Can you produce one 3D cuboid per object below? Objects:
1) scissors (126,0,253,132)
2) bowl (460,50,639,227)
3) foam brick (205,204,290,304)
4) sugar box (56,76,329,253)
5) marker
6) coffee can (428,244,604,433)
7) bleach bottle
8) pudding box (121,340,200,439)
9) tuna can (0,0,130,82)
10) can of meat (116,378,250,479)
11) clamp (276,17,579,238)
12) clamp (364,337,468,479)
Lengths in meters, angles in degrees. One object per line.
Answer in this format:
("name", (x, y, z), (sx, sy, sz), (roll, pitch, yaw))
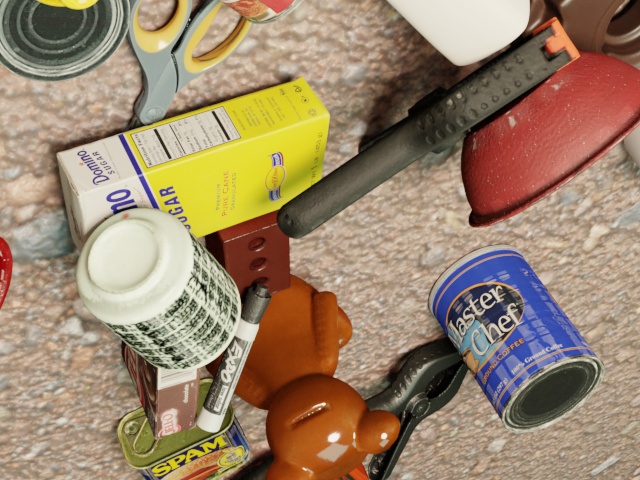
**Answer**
("scissors", (-0.118, -0.096, 0.678), (0.202, 0.016, 0.096), (-46, 142, 18))
("bowl", (0.150, -0.079, 0.723), (0.162, 0.162, 0.055), (-38, 97, 10))
("foam brick", (-0.055, 0.001, 0.798), (0.053, 0.051, 0.078), (-18, 140, -15))
("sugar box", (-0.083, -0.043, 0.720), (0.176, 0.048, 0.093), (-23, 150, -19))
("marker", (-0.065, 0.088, 0.801), (0.020, 0.020, 0.121), (10, 109, -39))
("coffee can", (0.175, 0.088, 0.969), (0.102, 0.140, 0.103), (-17, 140, -15))
("bleach bottle", (0.025, -0.201, 0.603), (0.068, 0.102, 0.250), (-28, 140, 31))
("pudding box", (-0.123, 0.082, 0.813), (0.039, 0.090, 0.114), (-12, 138, -24))
("tuna can", (-0.152, -0.132, 0.603), (0.086, 0.034, 0.086), (-18, 140, -15))
("can of meat", (-0.119, 0.180, 0.953), (0.102, 0.057, 0.084), (-25, 144, -6))
("clamp", (0.070, -0.073, 0.696), (0.210, 0.036, 0.164), (-31, -173, 38))
("clamp", (0.080, 0.155, 1.042), (0.171, 0.039, 0.120), (-51, 142, -1))
